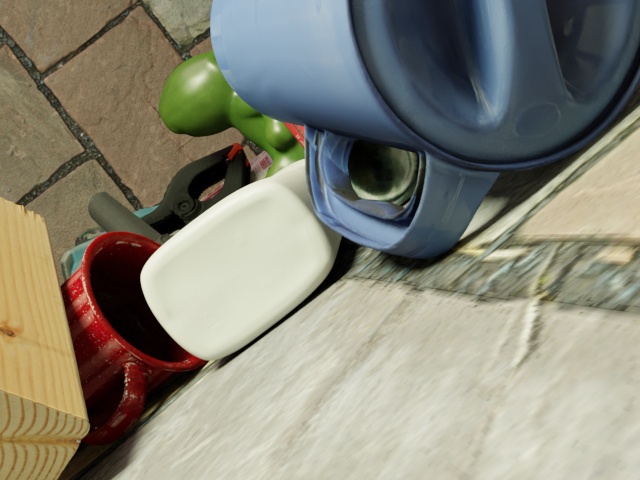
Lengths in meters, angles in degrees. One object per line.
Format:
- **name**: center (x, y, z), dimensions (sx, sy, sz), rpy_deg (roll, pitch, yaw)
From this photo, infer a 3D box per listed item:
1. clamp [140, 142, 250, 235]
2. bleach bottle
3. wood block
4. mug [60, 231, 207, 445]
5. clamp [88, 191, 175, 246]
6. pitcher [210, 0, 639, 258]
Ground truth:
- **clamp**: center (-0.114, -0.013, 0.956), dimensions (0.171, 0.120, 0.039), rpy_deg (-46, -26, -14)
- **bleach bottle**: center (-0.031, -0.004, 0.661), dimensions (0.102, 0.068, 0.250), rpy_deg (-36, 4, 9)
- **wood block**: center (-0.190, 0.051, 0.548), dimensions (0.090, 0.090, 0.206), rpy_deg (-56, 31, 14)
- **mug**: center (-0.119, 0.064, 0.609), dimensions (0.082, 0.093, 0.117), rpy_deg (-40, 41, 29)
- **clamp**: center (-0.124, 0.012, 0.840), dimensions (0.210, 0.164, 0.036), rpy_deg (-75, -6, -68)
- **pitcher**: center (0.027, -0.095, 0.496), dimensions (0.149, 0.145, 0.243), rpy_deg (-36, 18, -13)
